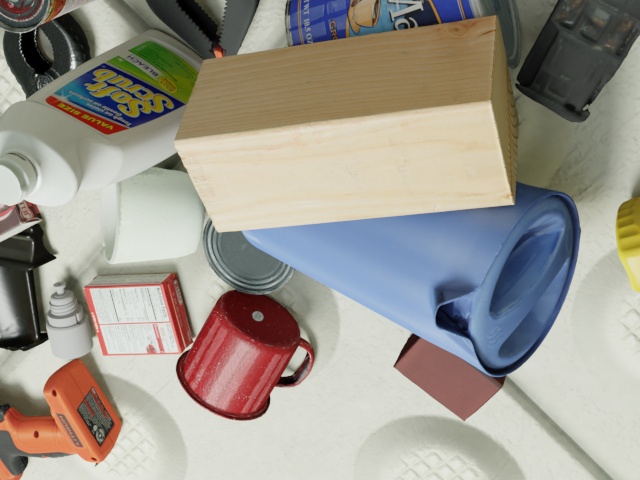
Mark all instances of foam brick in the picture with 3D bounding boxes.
[{"bbox_3d":[0.112,0.101,0.894,0.078,0.053,0.051,38,121,1],"label":"foam brick"}]

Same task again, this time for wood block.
[{"bbox_3d":[0.021,-0.074,0.710,0.206,0.090,0.090,-5,135,18],"label":"wood block"}]

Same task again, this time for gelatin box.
[{"bbox_3d":[-0.169,0.069,0.995,0.089,0.030,0.073,-4,112,22],"label":"gelatin box"}]

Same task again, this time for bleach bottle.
[{"bbox_3d":[-0.158,-0.082,0.790,0.102,0.250,0.068,38,121,0],"label":"bleach bottle"}]

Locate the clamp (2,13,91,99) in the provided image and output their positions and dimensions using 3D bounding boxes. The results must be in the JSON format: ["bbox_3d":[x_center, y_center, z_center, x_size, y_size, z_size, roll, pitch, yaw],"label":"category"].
[{"bbox_3d":[-0.235,-0.131,0.920,0.120,0.039,0.171,-14,106,20],"label":"clamp"}]

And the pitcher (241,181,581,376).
[{"bbox_3d":[0.063,-0.009,0.792,0.243,0.145,0.149,24,168,35],"label":"pitcher"}]

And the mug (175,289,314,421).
[{"bbox_3d":[-0.059,0.101,0.943,0.117,0.093,0.082,17,119,-24],"label":"mug"}]

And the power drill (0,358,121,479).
[{"bbox_3d":[-0.308,0.170,1.072,0.188,0.057,0.184,-11,121,27],"label":"power drill"}]

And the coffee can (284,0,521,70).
[{"bbox_3d":[0.060,-0.153,0.761,0.140,0.102,0.103,-13,109,25],"label":"coffee can"}]

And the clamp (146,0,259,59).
[{"bbox_3d":[-0.088,-0.219,0.783,0.165,0.036,0.210,-7,134,20],"label":"clamp"}]

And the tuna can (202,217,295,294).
[{"bbox_3d":[-0.056,0.001,0.918,0.086,0.033,0.086,8,117,17],"label":"tuna can"}]

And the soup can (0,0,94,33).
[{"bbox_3d":[-0.215,-0.209,0.837,0.068,0.102,0.068,8,117,16],"label":"soup can"}]
